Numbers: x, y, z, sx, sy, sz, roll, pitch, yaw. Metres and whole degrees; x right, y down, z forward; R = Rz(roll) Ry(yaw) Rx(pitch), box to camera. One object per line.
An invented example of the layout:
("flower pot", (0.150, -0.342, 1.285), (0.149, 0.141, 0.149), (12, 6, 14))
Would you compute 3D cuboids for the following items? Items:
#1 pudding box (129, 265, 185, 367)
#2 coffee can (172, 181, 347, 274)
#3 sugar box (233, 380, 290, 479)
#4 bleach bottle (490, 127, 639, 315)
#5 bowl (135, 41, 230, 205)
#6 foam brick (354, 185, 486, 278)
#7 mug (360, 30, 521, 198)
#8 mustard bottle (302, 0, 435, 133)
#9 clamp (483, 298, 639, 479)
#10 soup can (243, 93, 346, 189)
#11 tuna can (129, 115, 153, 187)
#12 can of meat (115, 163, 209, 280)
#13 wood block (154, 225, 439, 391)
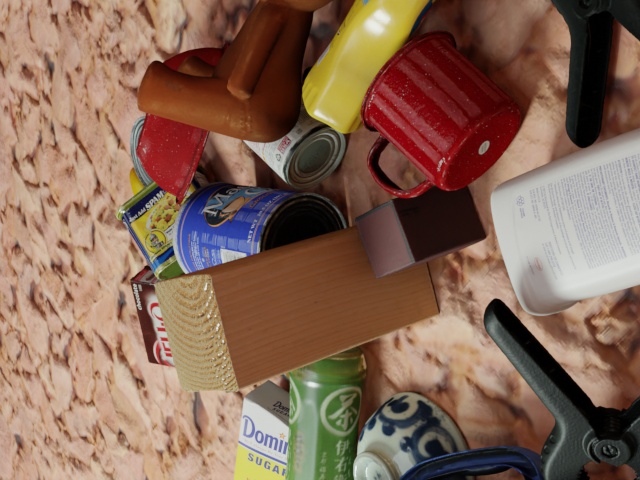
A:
("pudding box", (-0.150, 0.086, 1.153), (0.090, 0.039, 0.113), (6, 120, 23))
("coffee can", (-0.056, 0.001, 0.984), (0.141, 0.102, 0.103), (9, 111, 50))
("sugar box", (-0.043, 0.240, 1.099), (0.093, 0.048, 0.176), (28, 128, 30))
("bleach bottle", (0.220, -0.023, 0.651), (0.251, 0.067, 0.102), (-19, 88, 51))
("bowl", (-0.135, -0.117, 1.008), (0.162, 0.055, 0.162), (-164, 90, -78))
("foam brick", (0.077, -0.010, 0.827), (0.051, 0.078, 0.053), (-28, 80, 55))
("mug", (0.082, -0.082, 0.775), (0.117, 0.093, 0.081), (-49, 65, 14))
("mustard bottle", (0.054, -0.175, 0.778), (0.058, 0.096, 0.192), (29, 121, -4))
("clamp", (0.206, 0.128, 0.721), (0.165, 0.036, 0.210), (-4, 117, 22))
("soup can", (-0.033, -0.101, 0.943), (0.102, 0.068, 0.069), (45, 135, 32))
("tuna can", (-0.170, -0.094, 1.151), (0.086, 0.033, 0.086), (24, 121, 46))
("can of meat", (-0.147, -0.019, 1.103), (0.102, 0.057, 0.084), (-37, 72, 10))
("wood block", (-0.016, 0.048, 0.862), (0.090, 0.205, 0.091), (-11, 95, 54))
